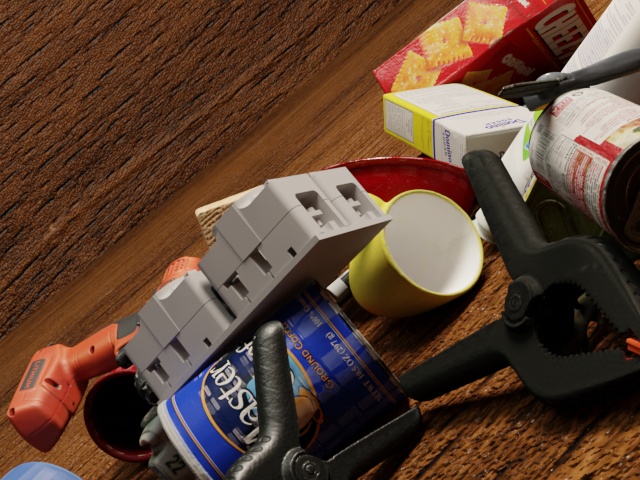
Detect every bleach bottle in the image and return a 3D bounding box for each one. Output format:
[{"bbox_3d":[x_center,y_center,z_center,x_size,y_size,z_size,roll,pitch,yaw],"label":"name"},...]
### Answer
[{"bbox_3d":[0.200,-0.099,0.813,0.251,0.068,0.102,-53,10,29],"label":"bleach bottle"}]

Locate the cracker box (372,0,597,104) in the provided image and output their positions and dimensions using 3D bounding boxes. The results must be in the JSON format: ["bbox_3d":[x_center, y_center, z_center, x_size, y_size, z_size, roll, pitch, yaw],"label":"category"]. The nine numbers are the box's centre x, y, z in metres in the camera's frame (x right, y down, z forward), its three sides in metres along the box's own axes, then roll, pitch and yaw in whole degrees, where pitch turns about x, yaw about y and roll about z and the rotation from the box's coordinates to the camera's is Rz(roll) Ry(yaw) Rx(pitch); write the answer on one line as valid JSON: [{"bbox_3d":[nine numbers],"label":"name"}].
[{"bbox_3d":[0.184,-0.194,1.130,0.214,0.072,0.164,-35,-22,17],"label":"cracker box"}]

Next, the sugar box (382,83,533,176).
[{"bbox_3d":[0.134,-0.104,0.987,0.093,0.048,0.176,-11,24,-17],"label":"sugar box"}]

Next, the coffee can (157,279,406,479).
[{"bbox_3d":[-0.026,0.110,0.733,0.140,0.103,0.103,-39,12,-2],"label":"coffee can"}]

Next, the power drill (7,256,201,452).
[{"bbox_3d":[-0.173,0.106,0.900,0.188,0.057,0.184,-29,22,18],"label":"power drill"}]

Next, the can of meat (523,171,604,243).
[{"bbox_3d":[0.176,-0.042,0.737,0.083,0.057,0.102,-60,-8,-64],"label":"can of meat"}]

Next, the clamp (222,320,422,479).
[{"bbox_3d":[-0.003,0.140,0.631,0.039,0.120,0.171,124,165,-56],"label":"clamp"}]

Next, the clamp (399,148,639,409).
[{"bbox_3d":[0.118,0.047,0.606,0.210,0.036,0.164,35,110,59],"label":"clamp"}]

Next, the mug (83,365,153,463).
[{"bbox_3d":[-0.162,0.146,1.023,0.117,0.093,0.081,-41,7,14],"label":"mug"}]

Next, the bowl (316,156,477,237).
[{"bbox_3d":[0.061,-0.017,0.926,0.162,0.161,0.055,-24,61,50],"label":"bowl"}]

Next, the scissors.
[{"bbox_3d":[0.158,-0.099,0.641,0.096,0.016,0.201,-21,-1,13],"label":"scissors"}]
